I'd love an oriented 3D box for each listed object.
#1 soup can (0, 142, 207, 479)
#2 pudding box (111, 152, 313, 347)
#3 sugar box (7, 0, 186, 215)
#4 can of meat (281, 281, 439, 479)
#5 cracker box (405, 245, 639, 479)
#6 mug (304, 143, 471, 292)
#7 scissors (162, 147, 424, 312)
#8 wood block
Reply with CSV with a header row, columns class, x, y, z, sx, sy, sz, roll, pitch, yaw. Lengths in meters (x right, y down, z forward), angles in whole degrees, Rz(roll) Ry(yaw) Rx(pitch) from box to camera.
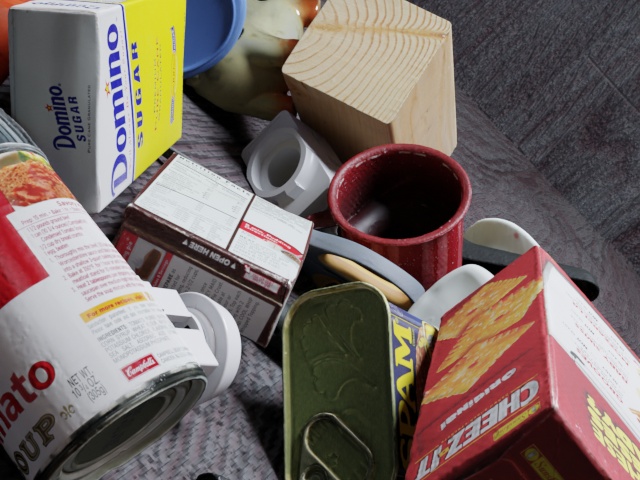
class,x,y,z,sx,sy,sz,roll,pitch,yaw
soup can,-0.094,0.027,0.360,0.102,0.069,0.068,51,17,15
pudding box,-0.053,0.001,0.547,0.090,0.039,0.113,26,16,-4
sugar box,-0.107,-0.080,0.544,0.048,0.093,0.176,4,18,2
can of meat,0.028,0.080,0.508,0.083,0.058,0.102,29,53,-54
cracker box,0.114,0.105,0.426,0.164,0.072,0.213,50,17,-3
mug,0.042,-0.002,0.715,0.081,0.117,0.093,82,-3,-47
scissors,-0.027,-0.002,0.680,0.202,0.016,0.096,28,-22,11
wood block,0.046,-0.102,0.832,0.091,0.090,0.206,29,-12,16
